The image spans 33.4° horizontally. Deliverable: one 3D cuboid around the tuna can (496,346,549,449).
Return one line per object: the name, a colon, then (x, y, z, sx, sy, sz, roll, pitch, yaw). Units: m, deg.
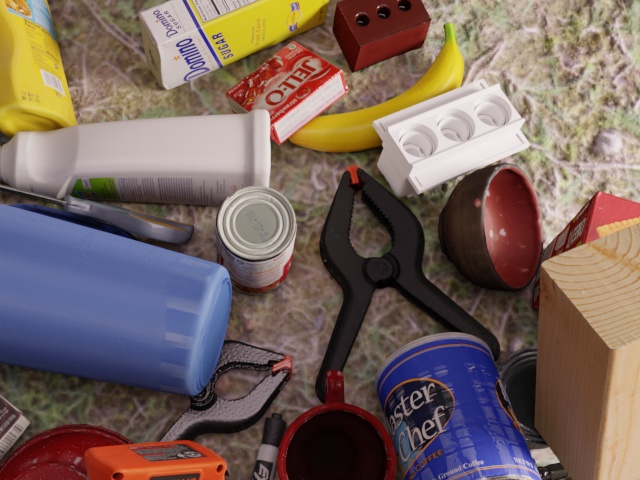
tuna can: (0.187, 0.137, 0.924, 0.086, 0.034, 0.086, 1, 72, -4)

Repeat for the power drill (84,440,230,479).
power drill: (-0.143, 0.247, 0.786, 0.184, 0.057, 0.188, 2, 99, -40)

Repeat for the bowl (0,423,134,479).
bowl: (-0.204, 0.224, 0.840, 0.162, 0.055, 0.162, -2, 75, 6)

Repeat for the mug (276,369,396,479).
mug: (0.010, 0.164, 0.867, 0.093, 0.081, 0.117, -2, 85, -3)

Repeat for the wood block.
wood block: (0.223, 0.098, 0.803, 0.090, 0.206, 0.091, -21, 47, -10)

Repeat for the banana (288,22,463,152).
banana: (0.066, -0.127, 1.003, 0.197, 0.037, 0.070, -34, 72, -14)

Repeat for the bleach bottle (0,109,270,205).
bleach bottle: (-0.171, -0.070, 0.930, 0.250, 0.103, 0.068, 0, 68, -5)

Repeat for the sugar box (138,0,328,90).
sugar box: (-0.077, -0.205, 0.988, 0.176, 0.093, 0.048, -28, 76, -12)

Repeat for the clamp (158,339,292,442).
clamp: (-0.104, 0.141, 0.900, 0.171, 0.039, 0.120, -10, 79, 0)

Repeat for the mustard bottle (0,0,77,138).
mustard bottle: (-0.274, -0.186, 0.965, 0.058, 0.096, 0.191, -21, 72, 16)

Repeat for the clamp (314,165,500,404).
clamp: (0.064, 0.032, 0.947, 0.164, 0.036, 0.210, -7, 73, -3)

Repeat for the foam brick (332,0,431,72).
foam brick: (0.057, -0.205, 1.019, 0.078, 0.051, 0.053, -22, 74, -11)

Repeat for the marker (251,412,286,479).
marker: (-0.049, 0.204, 0.892, 0.020, 0.020, 0.121, 13, 71, 0)

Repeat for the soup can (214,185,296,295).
soup can: (-0.056, 0.001, 0.915, 0.068, 0.102, 0.068, 1, 71, -4)

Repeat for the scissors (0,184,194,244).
scissors: (-0.195, -0.025, 0.898, 0.201, 0.096, 0.016, 13, 94, -28)

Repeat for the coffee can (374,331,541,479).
coffee can: (0.109, 0.158, 0.848, 0.102, 0.103, 0.140, -9, 46, -7)

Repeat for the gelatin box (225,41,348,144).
gelatin box: (-0.031, -0.138, 0.987, 0.089, 0.030, 0.073, -40, 51, -15)

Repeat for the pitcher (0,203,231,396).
pitcher: (-0.198, 0.042, 0.870, 0.243, 0.145, 0.149, 12, 78, 6)
